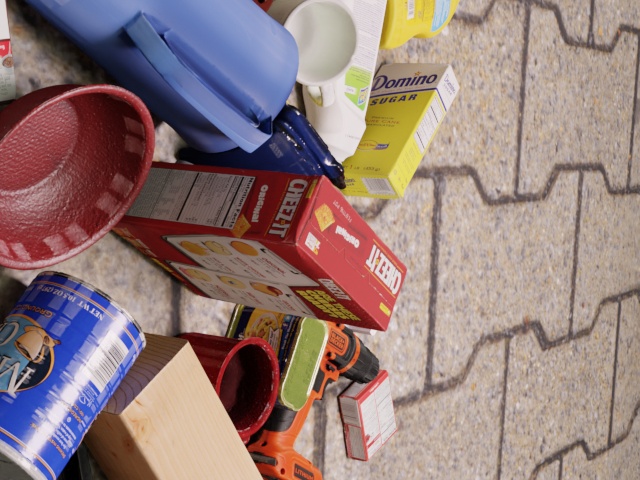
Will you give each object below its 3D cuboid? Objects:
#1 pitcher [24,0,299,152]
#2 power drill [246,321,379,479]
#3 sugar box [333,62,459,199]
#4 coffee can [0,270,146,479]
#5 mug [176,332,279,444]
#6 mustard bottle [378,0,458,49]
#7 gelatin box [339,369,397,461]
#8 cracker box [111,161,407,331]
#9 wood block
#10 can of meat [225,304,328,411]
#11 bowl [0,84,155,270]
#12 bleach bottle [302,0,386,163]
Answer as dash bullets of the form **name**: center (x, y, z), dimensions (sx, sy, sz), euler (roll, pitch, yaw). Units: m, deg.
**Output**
- **pitcher**: center (-0.130, -0.174, 0.845), dimensions (0.242, 0.149, 0.145), euler (37, 66, -48)
- **power drill**: center (-0.008, 0.177, 1.157), dimensions (0.184, 0.057, 0.187), euler (38, 62, -47)
- **sugar box**: center (0.079, -0.126, 1.196), dimensions (0.176, 0.093, 0.048), euler (-63, 141, -28)
- **coffee can**: center (-0.212, 0.108, 0.807), dimensions (0.140, 0.103, 0.102), euler (-59, 139, -31)
- **mug**: center (-0.096, 0.141, 0.999), dimensions (0.093, 0.082, 0.117), euler (-37, 124, -47)
- **mustard bottle**: center (0.113, -0.283, 1.246), dimensions (0.191, 0.058, 0.096), euler (-26, 118, -50)
- **gelatin box**: center (0.057, 0.208, 1.279), dimensions (0.073, 0.030, 0.089), euler (-36, 125, -48)
- **cracker box**: center (-0.056, 0.001, 0.915), dimensions (0.164, 0.214, 0.072), euler (44, 60, -49)
- **wood block**: center (-0.128, 0.188, 0.927), dimensions (0.090, 0.090, 0.206), euler (-47, 126, -35)
- **can of meat**: center (-0.048, 0.114, 1.062), dimensions (0.057, 0.084, 0.102), euler (38, 65, -51)
- **bowl**: center (-0.204, -0.058, 0.800), dimensions (0.162, 0.055, 0.162), euler (-36, 150, -26)
- **bleach bottle**: center (0.018, -0.191, 1.124), dimensions (0.102, 0.068, 0.251), euler (4, 95, -55)
